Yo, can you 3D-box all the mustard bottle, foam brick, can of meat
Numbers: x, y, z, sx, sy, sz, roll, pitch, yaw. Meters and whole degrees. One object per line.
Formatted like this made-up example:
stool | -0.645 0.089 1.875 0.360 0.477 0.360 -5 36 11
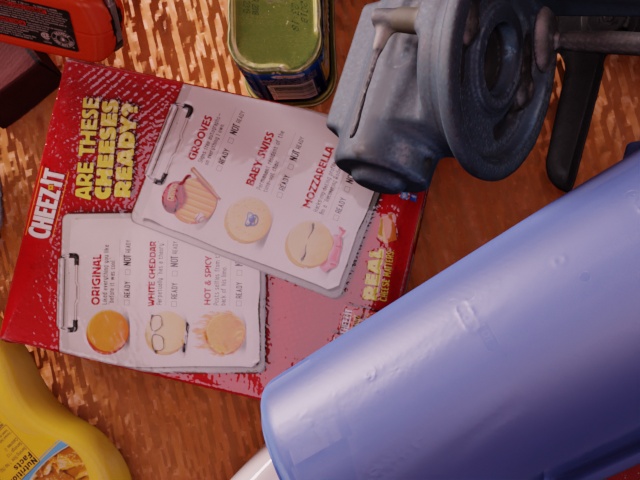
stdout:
mustard bottle | -0.165 0.138 0.614 0.096 0.058 0.191 -45 84 10
foam brick | -0.201 -0.115 0.641 0.051 0.053 0.078 -39 83 0
can of meat | -0.022 -0.134 0.612 0.057 0.084 0.102 -2 86 4

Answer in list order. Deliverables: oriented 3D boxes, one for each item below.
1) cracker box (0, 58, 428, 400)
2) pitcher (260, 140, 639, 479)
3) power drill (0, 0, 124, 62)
cracker box | -0.054 0.001 0.611 0.214 0.072 0.164 12 86 6
pitcher | 0.102 0.065 0.487 0.243 0.149 0.145 -30 93 7
power drill | -0.152 -0.200 0.612 0.184 0.057 0.187 14 64 8
